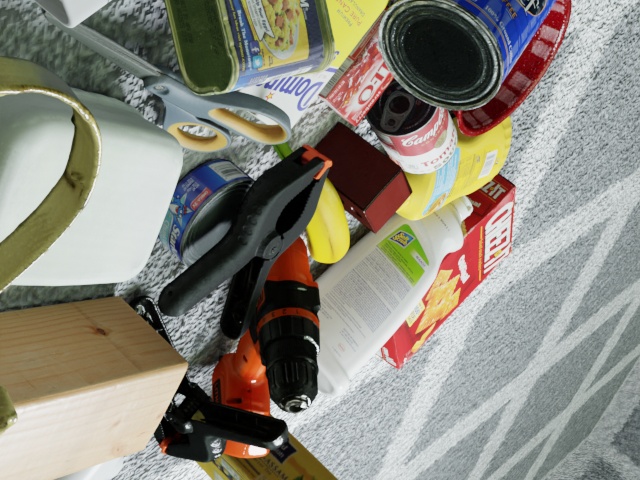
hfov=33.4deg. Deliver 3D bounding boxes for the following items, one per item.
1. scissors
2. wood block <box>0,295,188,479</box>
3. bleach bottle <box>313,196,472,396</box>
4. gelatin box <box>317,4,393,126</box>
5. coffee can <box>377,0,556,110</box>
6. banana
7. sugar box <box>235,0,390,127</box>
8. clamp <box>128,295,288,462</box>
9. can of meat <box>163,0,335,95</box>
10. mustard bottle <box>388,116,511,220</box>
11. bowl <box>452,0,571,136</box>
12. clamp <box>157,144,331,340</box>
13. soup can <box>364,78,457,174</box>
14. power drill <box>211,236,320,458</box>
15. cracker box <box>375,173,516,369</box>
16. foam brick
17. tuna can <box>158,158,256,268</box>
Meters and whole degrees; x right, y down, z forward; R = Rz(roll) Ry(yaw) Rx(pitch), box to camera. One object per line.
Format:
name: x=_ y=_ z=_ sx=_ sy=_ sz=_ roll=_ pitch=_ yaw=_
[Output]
scissors: x=-0.108 y=-0.094 z=0.688 sx=0.201 sy=0.016 sz=0.096 roll=18 pitch=156 yaw=-38
wood block: x=-0.202 y=0.107 z=0.739 sx=0.205 sy=0.091 sz=0.090 roll=-6 pitch=130 yaw=-57
bleach bottle: x=0.070 y=0.042 z=1.101 sx=0.250 sy=0.102 sz=0.068 roll=-41 pitch=-177 yaw=-20
gelatin box: x=0.035 y=-0.144 z=0.862 sx=0.089 sy=0.030 sz=0.073 roll=-52 pitch=156 yaw=4
coffee can: x=0.121 y=-0.183 z=0.824 sx=0.140 sy=0.103 sz=0.103 roll=-54 pitch=161 yaw=-33
banana: x=0.000 y=-0.019 z=0.929 sx=0.037 sy=0.070 sz=0.198 roll=-24 pitch=152 yaw=-4
sugar box: x=-0.001 y=-0.164 z=0.753 sx=0.176 sy=0.048 sz=0.093 roll=-54 pitch=156 yaw=6
clamp: x=-0.105 y=0.147 z=0.910 sx=0.036 sy=0.165 sz=0.210 roll=-43 pitch=165 yaw=-31
can of meat: x=-0.046 y=-0.144 z=0.650 sx=0.083 sy=0.058 sz=0.102 roll=-23 pitch=106 yaw=-41
mustard bottle: x=0.113 y=-0.071 z=1.066 sx=0.191 sy=0.058 sz=0.096 roll=-28 pitch=146 yaw=-41
bowl: x=0.164 y=-0.179 z=1.002 sx=0.162 sy=0.055 sz=0.162 roll=-39 pitch=153 yaw=-24
clamp: x=-0.055 y=0.001 z=0.817 sx=0.171 sy=0.039 sz=0.120 roll=-61 pitch=159 yaw=8
soup can: x=0.081 y=-0.106 z=0.951 sx=0.068 sy=0.069 sz=0.102 roll=-50 pitch=157 yaw=-2
power drill: x=-0.047 y=0.111 z=0.942 sx=0.057 sy=0.184 sz=0.188 roll=11 pitch=134 yaw=-16
cracker box: x=0.134 y=0.032 z=1.231 sx=0.213 sy=0.072 sz=0.164 roll=-44 pitch=156 yaw=-15
foam brick: x=0.032 y=-0.055 z=0.927 sx=0.051 sy=0.078 sz=0.053 roll=-47 pitch=153 yaw=-6
tuna can: x=-0.085 y=-0.020 z=0.827 sx=0.086 sy=0.034 sz=0.086 roll=-39 pitch=154 yaw=-24
